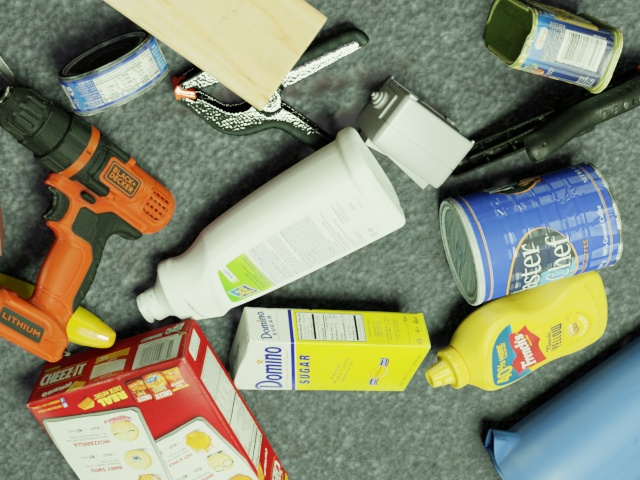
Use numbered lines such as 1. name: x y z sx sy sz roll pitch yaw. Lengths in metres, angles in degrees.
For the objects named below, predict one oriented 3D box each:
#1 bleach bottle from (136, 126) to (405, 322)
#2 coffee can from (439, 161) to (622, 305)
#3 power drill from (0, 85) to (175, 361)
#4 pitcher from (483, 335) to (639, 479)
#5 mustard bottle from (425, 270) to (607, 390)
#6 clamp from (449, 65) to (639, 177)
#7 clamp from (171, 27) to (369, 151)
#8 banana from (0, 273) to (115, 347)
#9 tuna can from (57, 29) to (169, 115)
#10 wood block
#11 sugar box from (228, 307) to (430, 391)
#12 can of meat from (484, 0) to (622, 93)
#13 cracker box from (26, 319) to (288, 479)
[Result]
1. bleach bottle: -0.056 0.001 0.949 0.251 0.068 0.102 -28 133 12
2. coffee can: 0.194 -0.007 0.996 0.140 0.103 0.103 -15 117 -6
3. power drill: -0.226 -0.010 0.874 0.184 0.057 0.187 39 74 -35
4. pitcher: 0.306 0.204 1.110 0.243 0.145 0.149 -39 149 3
5. mustard bottle: 0.188 0.095 1.047 0.191 0.058 0.096 -24 132 -15
6. clamp: 0.218 -0.109 0.961 0.209 0.165 0.036 -28 98 -24
7. clamp: -0.041 -0.119 0.925 0.171 0.039 0.120 -6 111 -7
8. banana: -0.276 0.055 0.932 0.197 0.070 0.037 21 102 -34
9. tuna can: -0.167 -0.136 0.859 0.086 0.086 0.033 -25 116 -1
10. wood block: -0.108 -0.199 0.821 0.206 0.091 0.090 34 97 -16
11. sugar box: 0.006 0.106 1.018 0.176 0.048 0.093 0 144 -15
12. can of meat: 0.197 -0.173 0.921 0.083 0.102 0.057 12 110 -16
13. cracker box: -0.147 0.189 1.006 0.164 0.072 0.213 -18 120 16
